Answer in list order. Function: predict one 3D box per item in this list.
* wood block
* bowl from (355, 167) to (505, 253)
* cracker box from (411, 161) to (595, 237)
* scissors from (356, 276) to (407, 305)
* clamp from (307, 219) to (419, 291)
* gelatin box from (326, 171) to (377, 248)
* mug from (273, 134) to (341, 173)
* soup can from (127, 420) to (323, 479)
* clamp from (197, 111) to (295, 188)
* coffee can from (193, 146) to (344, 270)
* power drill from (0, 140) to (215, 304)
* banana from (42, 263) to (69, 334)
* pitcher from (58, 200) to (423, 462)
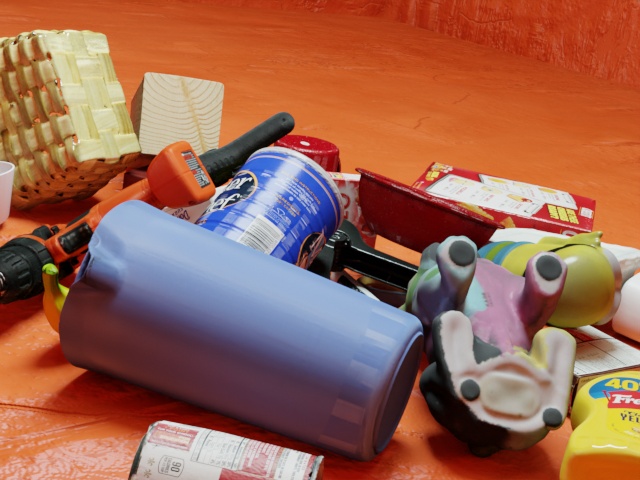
[{"bbox_3d":[-0.177,-0.133,1.268,0.090,0.091,0.206,6,-3,-14],"label":"wood block"},{"bbox_3d":[0.100,-0.020,1.070,0.162,0.055,0.162,22,6,-2],"label":"bowl"},{"bbox_3d":[0.215,-0.025,1.285,0.214,0.072,0.164,15,19,12],"label":"cracker box"},{"bbox_3d":[0.116,0.064,1.045,0.096,0.016,0.202,-9,25,-41],"label":"scissors"},{"bbox_3d":[0.006,0.014,1.018,0.164,0.036,0.210,-8,33,-40],"label":"clamp"},{"bbox_3d":[0.027,-0.028,1.162,0.073,0.089,0.030,5,20,-15],"label":"gelatin box"},{"bbox_3d":[-0.014,-0.083,1.322,0.093,0.081,0.117,24,23,38],"label":"mug"},{"bbox_3d":[-0.054,0.147,0.613,0.102,0.068,0.068,11,18,7],"label":"soup can"},{"bbox_3d":[-0.104,-0.083,1.128,0.171,0.120,0.039,-31,79,-39],"label":"clamp"},{"bbox_3d":[-0.056,0.001,0.917,0.103,0.103,0.140,18,48,23],"label":"coffee can"},{"bbox_3d":[-0.187,-0.014,0.896,0.188,0.057,0.184,-28,7,8],"label":"power drill"},{"bbox_3d":[-0.166,0.045,0.870,0.037,0.070,0.197,33,17,17],"label":"banana"},{"bbox_3d":[-0.052,0.070,0.780,0.243,0.145,0.149,19,34,16],"label":"pitcher"}]
